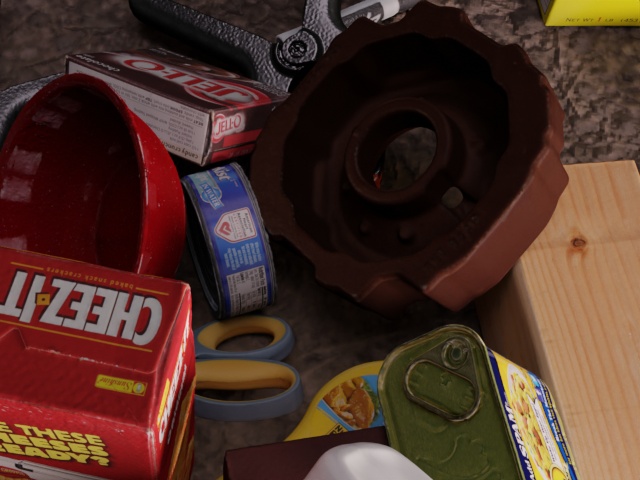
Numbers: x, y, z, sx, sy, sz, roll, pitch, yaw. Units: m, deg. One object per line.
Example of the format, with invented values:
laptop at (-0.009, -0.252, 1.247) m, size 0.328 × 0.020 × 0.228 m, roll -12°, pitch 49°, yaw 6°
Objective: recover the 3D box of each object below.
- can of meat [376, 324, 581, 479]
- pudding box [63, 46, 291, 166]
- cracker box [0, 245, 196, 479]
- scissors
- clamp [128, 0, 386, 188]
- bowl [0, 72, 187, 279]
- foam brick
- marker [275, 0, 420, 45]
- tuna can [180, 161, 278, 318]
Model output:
can of meat at (0.078, 0.099, 0.494) m, size 0.058 × 0.083 × 0.102 m, roll -28°, pitch 57°, yaw 25°
pudding box at (-0.085, -0.084, 0.645) m, size 0.114 × 0.039 × 0.089 m, roll 21°, pitch 21°, yaw 25°
cracker box at (-0.142, 0.076, 0.481) m, size 0.164 × 0.214 × 0.072 m, roll 11°, pitch 59°, yaw 0°
scissors at (-0.102, 0.066, 0.602) m, size 0.202 × 0.016 × 0.096 m, roll 5°, pitch 29°, yaw 17°
clamp at (-0.008, -0.127, 0.695) m, size 0.164 × 0.036 × 0.210 m, roll -35°, pitch 76°, yaw -1°
bowl at (-0.123, -0.008, 0.592) m, size 0.055 × 0.162 × 0.162 m, roll 7°, pitch 52°, yaw -44°
foam brick at (-0.004, 0.123, 0.494) m, size 0.078 × 0.051 × 0.053 m, roll -8°, pitch 61°, yaw -10°
marker at (0.024, -0.156, 0.746) m, size 0.121 × 0.020 × 0.020 m, roll -26°, pitch 66°, yaw -19°
tuna can at (-0.054, 0.001, 0.609) m, size 0.033 × 0.086 × 0.086 m, roll -16°, pitch 63°, yaw -13°
